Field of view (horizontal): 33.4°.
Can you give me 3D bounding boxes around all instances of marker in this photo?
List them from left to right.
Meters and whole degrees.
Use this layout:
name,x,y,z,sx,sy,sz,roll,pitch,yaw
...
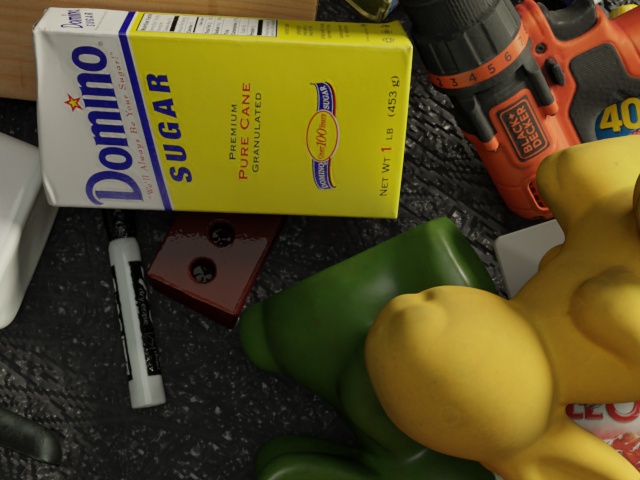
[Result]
name,x,y,z,sx,sy,sz,roll,pitch,yaw
marker,-0.104,0.031,0.588,0.020,0.020,0.121,-10,81,-7

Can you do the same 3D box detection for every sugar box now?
name,x,y,z,sx,sy,sz,roll,pitch,yaw
sugar box,-0.047,-0.061,0.522,0.176,0.048,0.093,0,117,-4

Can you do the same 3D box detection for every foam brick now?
name,x,y,z,sx,sy,sz,roll,pitch,yaw
foam brick,-0.054,0.001,0.582,0.053,0.051,0.078,25,78,0

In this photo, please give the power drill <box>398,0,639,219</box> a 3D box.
name,x,y,z,sx,sy,sz,roll,pitch,yaw
power drill,0.139,-0.119,0.525,0.188,0.057,0.184,-30,125,7
